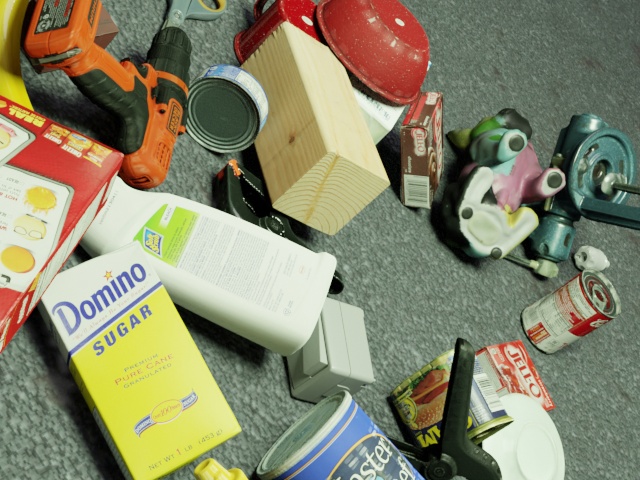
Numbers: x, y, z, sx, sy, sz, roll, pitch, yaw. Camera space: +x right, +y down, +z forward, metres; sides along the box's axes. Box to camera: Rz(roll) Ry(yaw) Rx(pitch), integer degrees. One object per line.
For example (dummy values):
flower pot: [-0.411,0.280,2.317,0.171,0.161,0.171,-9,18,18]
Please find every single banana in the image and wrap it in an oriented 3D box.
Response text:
banana: [-0.271,-0.159,0.929,0.037,0.070,0.198,17,60,-45]

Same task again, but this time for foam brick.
foam brick: [-0.241,-0.198,1.008,0.053,0.051,0.078,56,37,5]

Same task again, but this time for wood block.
wood block: [-0.014,-0.120,1.119,0.090,0.091,0.206,25,35,-39]

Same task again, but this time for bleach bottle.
bleach bottle: [-0.115,0.005,0.937,0.250,0.068,0.102,28,56,-13]

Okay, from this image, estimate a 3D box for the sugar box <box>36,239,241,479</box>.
sugar box: [-0.145,0.096,0.835,0.093,0.048,0.176,-26,80,-23]

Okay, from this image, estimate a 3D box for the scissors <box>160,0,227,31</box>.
scissors: [-0.144,-0.241,1.177,0.096,0.016,0.202,24,44,-32]

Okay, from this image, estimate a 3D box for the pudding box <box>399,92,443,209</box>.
pudding box: [0.122,-0.108,1.274,0.039,0.113,0.090,8,37,15]

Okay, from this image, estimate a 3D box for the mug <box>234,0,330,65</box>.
mug: [-0.042,-0.239,1.227,0.093,0.082,0.117,4,57,-45]

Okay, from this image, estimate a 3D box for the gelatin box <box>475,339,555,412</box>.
gelatin box: [0.218,0.159,1.205,0.073,0.030,0.089,-2,62,-47]

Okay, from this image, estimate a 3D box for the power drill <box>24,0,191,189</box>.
power drill: [-0.180,-0.166,0.970,0.187,0.057,0.184,51,36,-49]

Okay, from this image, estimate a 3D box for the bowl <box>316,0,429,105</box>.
bowl: [0.073,-0.235,1.226,0.162,0.055,0.162,31,35,-25]

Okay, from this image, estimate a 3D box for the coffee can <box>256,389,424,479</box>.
coffee can: [0.030,0.212,0.900,0.140,0.103,0.102,48,36,-4]

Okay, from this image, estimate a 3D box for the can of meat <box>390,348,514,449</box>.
can of meat: [0.126,0.163,1.046,0.057,0.102,0.084,-2,59,-48]

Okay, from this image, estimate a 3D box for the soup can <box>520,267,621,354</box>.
soup can: [0.303,0.087,1.296,0.068,0.102,0.068,28,42,-29]

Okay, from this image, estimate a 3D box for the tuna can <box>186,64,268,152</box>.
tuna can: [-0.096,-0.133,1.077,0.086,0.086,0.033,41,36,-13]

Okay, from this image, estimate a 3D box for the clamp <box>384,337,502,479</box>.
clamp: [0.097,0.205,0.987,0.036,0.165,0.210,-82,148,-69]

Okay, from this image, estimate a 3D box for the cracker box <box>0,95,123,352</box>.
cracker box: [-0.265,-0.020,0.785,0.164,0.072,0.213,26,41,-3]

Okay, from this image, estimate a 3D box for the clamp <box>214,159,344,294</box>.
clamp: [-0.057,0.001,1.045,0.171,0.039,0.120,51,31,5]
